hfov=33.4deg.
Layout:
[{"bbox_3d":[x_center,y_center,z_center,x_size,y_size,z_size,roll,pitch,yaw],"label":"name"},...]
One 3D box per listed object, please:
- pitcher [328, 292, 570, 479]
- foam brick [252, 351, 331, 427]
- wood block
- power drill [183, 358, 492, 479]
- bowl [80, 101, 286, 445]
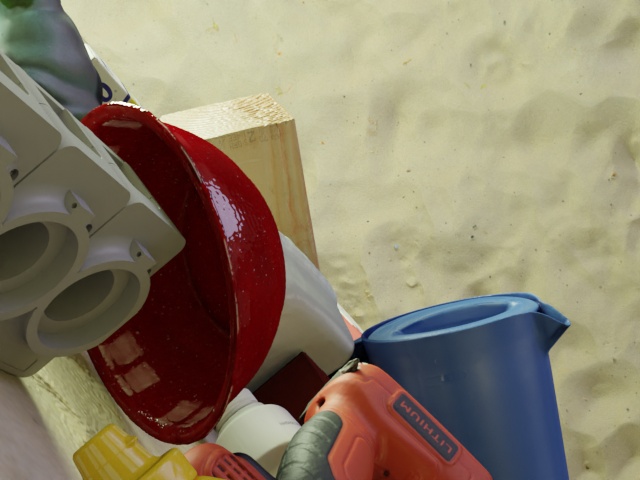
[{"bbox_3d":[0.109,0.167,0.783,0.149,0.144,0.243,-5,-81,65],"label":"pitcher"},{"bbox_3d":[-0.018,0.122,0.696,0.053,0.078,0.051,49,2,-35],"label":"foam brick"},{"bbox_3d":[-0.056,0.001,0.832,0.091,0.090,0.206,-129,-153,-63],"label":"wood block"},{"bbox_3d":[0.026,0.143,0.500,0.184,0.057,0.187,44,22,6],"label":"power drill"},{"bbox_3d":[-0.065,0.012,0.507,0.162,0.055,0.162,20,-64,48],"label":"bowl"}]
